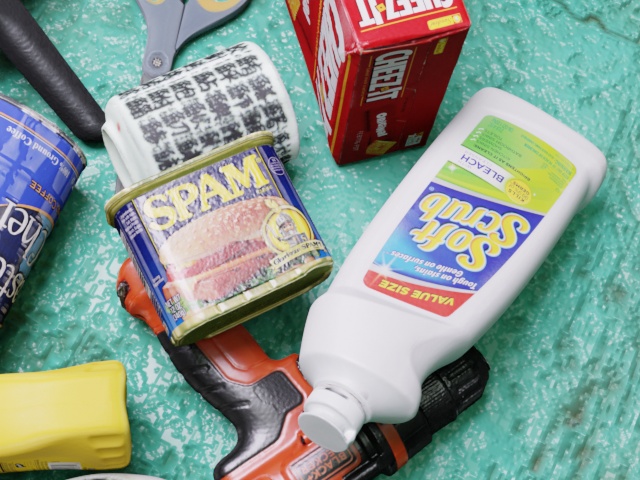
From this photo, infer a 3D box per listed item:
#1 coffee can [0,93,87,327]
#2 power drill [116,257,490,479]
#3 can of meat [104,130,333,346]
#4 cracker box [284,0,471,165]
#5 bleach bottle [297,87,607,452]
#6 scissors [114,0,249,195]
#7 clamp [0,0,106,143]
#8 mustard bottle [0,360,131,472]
[{"bbox_3d":[-0.211,-0.007,0.611,0.103,0.103,0.140,23,72,3],"label":"coffee can"},{"bbox_3d":[-0.017,0.062,0.627,0.184,0.057,0.188,-32,76,-16],"label":"power drill"},{"bbox_3d":[-0.054,0.001,0.584,0.102,0.057,0.084,-25,78,-15],"label":"can of meat"},{"bbox_3d":[0.012,-0.175,0.648,0.072,0.164,0.214,-15,74,-7],"label":"cracker box"},{"bbox_3d":[0.070,0.020,0.601,0.102,0.068,0.250,34,54,6],"label":"bleach bottle"},{"bbox_3d":[-0.088,-0.122,0.702,0.096,0.016,0.202,-1,78,-10],"label":"scissors"},{"bbox_3d":[-0.200,-0.150,0.636,0.209,0.036,0.164,9,70,-48],"label":"clamp"},{"bbox_3d":[-0.199,0.101,0.572,0.191,0.096,0.058,-4,74,-11],"label":"mustard bottle"}]
